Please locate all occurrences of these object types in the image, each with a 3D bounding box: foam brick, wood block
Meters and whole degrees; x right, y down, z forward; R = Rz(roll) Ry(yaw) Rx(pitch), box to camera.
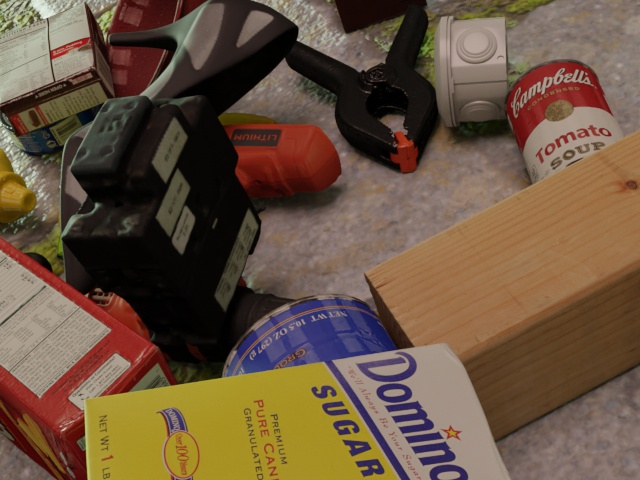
[{"bbox_3d":[0.046,-0.223,0.915,0.078,0.053,0.051,-18,45,3],"label":"foam brick"},{"bbox_3d":[0.143,0.025,0.620,0.206,0.090,0.091,-27,44,-5],"label":"wood block"}]

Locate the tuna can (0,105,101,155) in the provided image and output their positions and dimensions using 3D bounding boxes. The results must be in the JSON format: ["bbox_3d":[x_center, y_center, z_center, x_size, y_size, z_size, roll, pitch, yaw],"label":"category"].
[{"bbox_3d":[-0.236,-0.115,0.933,0.086,0.033,0.086,-11,46,11],"label":"tuna can"}]

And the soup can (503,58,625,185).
[{"bbox_3d":[0.167,-0.063,0.709,0.068,0.068,0.102,-15,46,7],"label":"soup can"}]

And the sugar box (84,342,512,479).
[{"bbox_3d":[-0.012,0.101,0.474,0.176,0.048,0.093,-10,41,-8],"label":"sugar box"}]

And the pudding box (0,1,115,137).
[{"bbox_3d":[-0.228,-0.147,0.908,0.090,0.039,0.113,-22,43,2],"label":"pudding box"}]

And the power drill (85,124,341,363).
[{"bbox_3d":[-0.055,0.001,0.732,0.185,0.057,0.187,5,50,31],"label":"power drill"}]

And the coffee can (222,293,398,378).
[{"bbox_3d":[0.017,0.112,0.576,0.102,0.103,0.140,-27,45,-5],"label":"coffee can"}]

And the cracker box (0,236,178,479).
[{"bbox_3d":[-0.154,0.088,0.620,0.214,0.164,0.072,27,60,37],"label":"cracker box"}]

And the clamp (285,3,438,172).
[{"bbox_3d":[0.034,-0.118,0.830,0.120,0.039,0.171,-15,45,10],"label":"clamp"}]

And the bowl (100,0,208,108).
[{"bbox_3d":[-0.129,-0.169,0.895,0.162,0.055,0.162,-31,52,49],"label":"bowl"}]
